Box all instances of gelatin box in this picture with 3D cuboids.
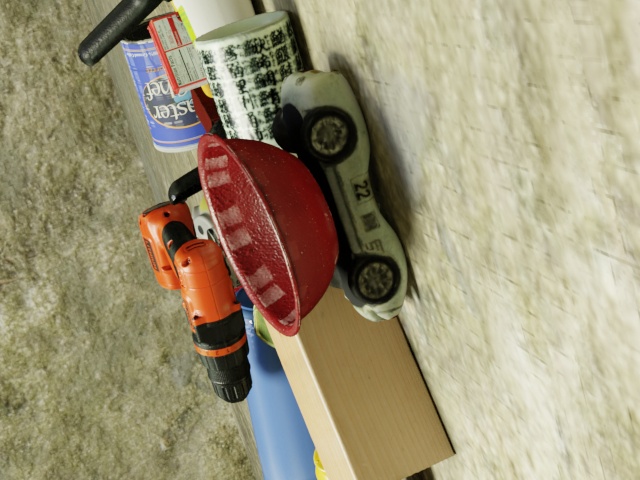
[{"bbox_3d":[-0.115,-0.191,1.044,0.030,0.089,0.073,153,96,-79],"label":"gelatin box"}]

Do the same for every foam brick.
[{"bbox_3d":[-0.107,-0.146,1.183,0.051,0.053,0.078,83,163,-51],"label":"foam brick"}]

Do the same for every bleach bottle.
[{"bbox_3d":[-0.063,-0.129,0.986,0.102,0.068,0.251,-143,31,-80],"label":"bleach bottle"}]

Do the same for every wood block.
[{"bbox_3d":[0.023,0.107,0.916,0.206,0.090,0.090,67,163,8],"label":"wood block"}]

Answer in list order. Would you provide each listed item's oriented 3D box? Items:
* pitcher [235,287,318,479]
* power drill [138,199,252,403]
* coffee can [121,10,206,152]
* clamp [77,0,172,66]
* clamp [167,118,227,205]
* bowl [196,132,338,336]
[{"bbox_3d":[-0.020,0.157,1.169,0.149,0.144,0.243,25,132,57],"label":"pitcher"},{"bbox_3d":[-0.124,0.053,1.085,0.188,0.057,0.184,-133,29,-55],"label":"power drill"},{"bbox_3d":[-0.168,-0.189,1.262,0.103,0.102,0.140,-131,23,-60],"label":"coffee can"},{"bbox_3d":[-0.155,-0.245,1.026,0.036,0.164,0.210,57,157,12],"label":"clamp"},{"bbox_3d":[-0.072,-0.067,1.061,0.120,0.171,0.039,36,135,-14],"label":"clamp"},{"bbox_3d":[-0.032,-0.013,0.788,0.162,0.055,0.162,55,159,33],"label":"bowl"}]
